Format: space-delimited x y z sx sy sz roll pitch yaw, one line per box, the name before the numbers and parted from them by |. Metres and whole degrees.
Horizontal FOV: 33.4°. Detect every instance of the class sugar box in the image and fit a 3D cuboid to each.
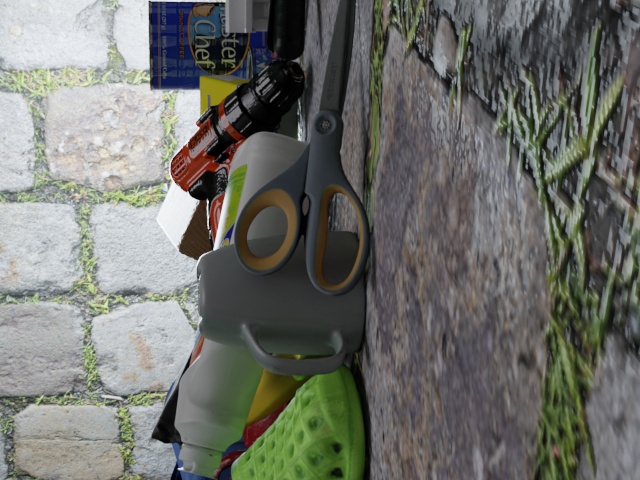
sugar box | -0.076 -0.113 1.072 0.176 0.048 0.093 -152 60 -64

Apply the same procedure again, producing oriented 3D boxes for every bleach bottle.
bleach bottle | -0.059 0.051 0.800 0.103 0.068 0.251 153 133 -70

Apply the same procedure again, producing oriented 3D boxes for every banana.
banana | -0.026 0.099 0.817 0.037 0.069 0.198 53 154 8

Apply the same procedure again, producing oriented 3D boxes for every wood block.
wood block | -0.111 -0.029 1.158 0.091 0.090 0.206 -65 17 3

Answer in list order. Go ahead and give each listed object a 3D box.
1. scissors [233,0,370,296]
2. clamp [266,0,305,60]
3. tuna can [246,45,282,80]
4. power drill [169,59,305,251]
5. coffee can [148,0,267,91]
scissors | -0.013 -0.061 0.678 0.016 0.096 0.202 36 -134 -71
clamp | -0.027 -0.232 0.896 0.120 0.039 0.171 -162 77 -77
tuna can | -0.061 -0.167 1.152 0.086 0.033 0.086 179 90 -82
power drill | -0.059 -0.043 0.936 0.185 0.057 0.188 -39 54 42
coffee can | -0.125 -0.222 1.221 0.103 0.140 0.103 179 90 -82
